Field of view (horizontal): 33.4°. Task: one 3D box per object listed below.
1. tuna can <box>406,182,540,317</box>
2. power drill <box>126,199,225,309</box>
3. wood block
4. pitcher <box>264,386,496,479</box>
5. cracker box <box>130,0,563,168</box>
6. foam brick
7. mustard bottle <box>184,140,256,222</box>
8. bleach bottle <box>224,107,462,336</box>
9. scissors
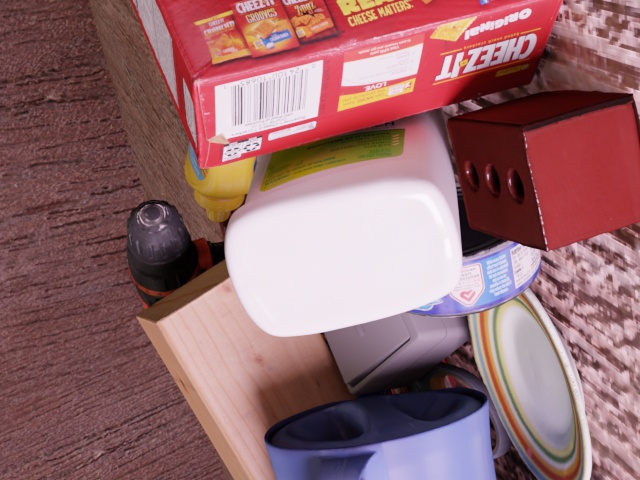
[{"bbox_3d":[0.067,0.003,0.537,0.086,0.086,0.034,-132,25,-61],"label":"tuna can"},{"bbox_3d":[-0.055,0.001,0.820,0.184,0.187,0.057,97,154,-65],"label":"power drill"},{"bbox_3d":[-0.030,0.118,0.728,0.206,0.090,0.091,60,164,-8],"label":"wood block"},{"bbox_3d":[0.049,0.216,0.622,0.145,0.149,0.243,-7,94,61],"label":"pitcher"},{"bbox_3d":[-0.013,-0.149,0.494,0.072,0.164,0.214,98,152,-58],"label":"cracker box"},{"bbox_3d":[0.095,-0.032,0.449,0.078,0.051,0.053,-154,48,-73],"label":"foam brick"},{"bbox_3d":[-0.074,-0.091,0.818,0.096,0.058,0.192,-110,22,-45],"label":"mustard bottle"},{"bbox_3d":[0.014,-0.052,0.552,0.250,0.102,0.068,-88,-18,-60],"label":"bleach bottle"},{"bbox_3d":[0.056,0.090,0.735,0.202,0.016,0.096,44,130,41],"label":"scissors"}]
